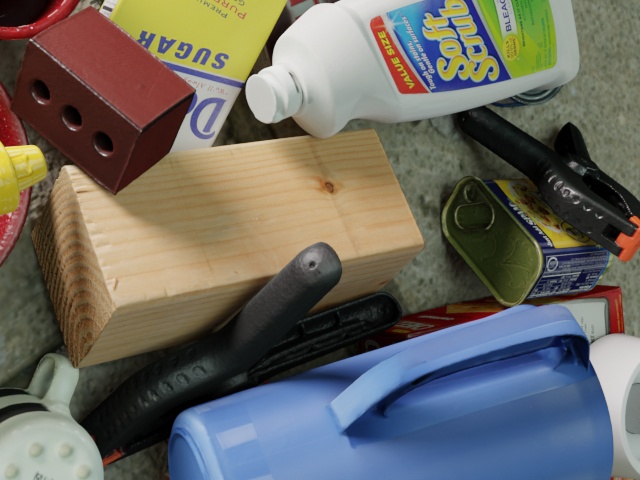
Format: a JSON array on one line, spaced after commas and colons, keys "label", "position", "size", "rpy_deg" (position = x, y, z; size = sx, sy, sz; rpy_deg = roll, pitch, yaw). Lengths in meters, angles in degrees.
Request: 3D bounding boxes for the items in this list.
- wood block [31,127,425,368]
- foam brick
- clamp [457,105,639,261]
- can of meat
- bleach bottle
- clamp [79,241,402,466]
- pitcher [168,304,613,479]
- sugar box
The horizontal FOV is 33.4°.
[{"label": "wood block", "position": [-0.054, 0.001, 0.643], "size": [0.205, 0.090, 0.091], "rpy_deg": [-10, 69, -32]}, {"label": "foam brick", "position": [-0.116, -0.075, 0.565], "size": [0.078, 0.053, 0.051], "rpy_deg": [39, 45, 6]}, {"label": "clamp", "position": [0.189, -0.047, 0.792], "size": [0.120, 0.172, 0.039], "rpy_deg": [-6, 133, -36]}, {"label": "can of meat", "position": [0.153, -0.003, 0.791], "size": [0.083, 0.102, 0.057], "rpy_deg": [-5, 134, -36]}, {"label": "bleach bottle", "position": [0.061, -0.116, 0.683], "size": [0.250, 0.068, 0.102], "rpy_deg": [-25, 109, -35]}, {"label": "clamp", "position": [-0.054, 0.070, 0.625], "size": [0.210, 0.164, 0.036], "rpy_deg": [-28, 70, 1]}, {"label": "pitcher", "position": [0.041, 0.118, 0.625], "size": [0.242, 0.145, 0.149], "rpy_deg": [-11, 99, -22]}, {"label": "sugar box", "position": [-0.077, -0.138, 0.637], "size": [0.093, 0.048, 0.176], "rpy_deg": [25, 92, -27]}]
